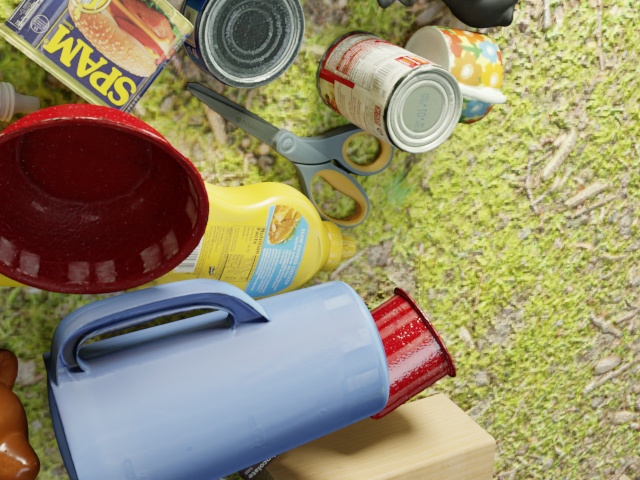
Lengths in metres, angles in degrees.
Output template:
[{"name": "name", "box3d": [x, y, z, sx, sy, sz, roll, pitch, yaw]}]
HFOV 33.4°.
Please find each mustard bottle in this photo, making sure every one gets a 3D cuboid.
[{"name": "mustard bottle", "box3d": [-0.056, 0.001, 0.819, 0.191, 0.058, 0.096, 4, 114, -32]}]

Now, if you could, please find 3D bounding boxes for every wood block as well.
[{"name": "wood block", "box3d": [0.047, 0.221, 0.971, 0.205, 0.091, 0.090, -12, 119, -26]}]

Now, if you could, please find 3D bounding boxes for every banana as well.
[{"name": "banana", "box3d": [-0.233, -0.003, 0.726, 0.197, 0.037, 0.070, 26, 99, -37]}]

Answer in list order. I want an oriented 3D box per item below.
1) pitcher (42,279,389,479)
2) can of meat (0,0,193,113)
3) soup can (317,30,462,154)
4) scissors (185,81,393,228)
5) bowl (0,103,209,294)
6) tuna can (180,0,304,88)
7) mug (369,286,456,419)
[{"name": "pitcher", "box3d": [-0.078, 0.105, 0.791, 0.242, 0.149, 0.145, -17, 79, -14]}, {"name": "can of meat", "box3d": [-0.146, -0.137, 0.699, 0.102, 0.058, 0.084, 39, 88, -39]}, {"name": "soup can", "box3d": [0.051, -0.112, 0.799, 0.068, 0.102, 0.068, -13, 119, -25]}, {"name": "scissors", "box3d": [-0.011, -0.086, 0.830, 0.096, 0.016, 0.201, -46, 128, -5]}, {"name": "bowl", "box3d": [-0.154, -0.036, 0.697, 0.162, 0.055, 0.162, -5, 139, -5]}, {"name": "tuna can", "box3d": [-0.055, -0.152, 0.759, 0.086, 0.034, 0.086, -13, 120, -25]}, {"name": "mug", "box3d": [0.058, 0.104, 0.930, 0.081, 0.093, 0.117, -32, 162, -8]}]
